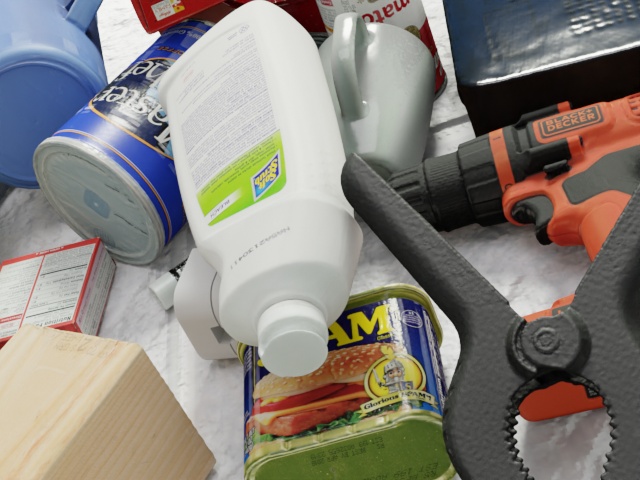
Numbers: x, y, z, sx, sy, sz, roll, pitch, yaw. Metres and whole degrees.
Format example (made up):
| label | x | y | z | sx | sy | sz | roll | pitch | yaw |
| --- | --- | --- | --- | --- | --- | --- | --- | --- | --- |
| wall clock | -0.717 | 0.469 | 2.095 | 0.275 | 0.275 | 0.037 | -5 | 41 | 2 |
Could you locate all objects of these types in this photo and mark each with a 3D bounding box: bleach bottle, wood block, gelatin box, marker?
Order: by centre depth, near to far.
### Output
| label | x | y | z | sx | sy | sz | roll | pitch | yaw |
| --- | --- | --- | --- | --- | --- | --- | --- | --- | --- |
| wood block | -0.150 | 0.146 | 0.484 | 0.090 | 0.091 | 0.205 | 5 | 46 | 36 |
| bleach bottle | -0.033 | -0.026 | 0.555 | 0.103 | 0.068 | 0.251 | -39 | 35 | 22 |
| marker | -0.054 | 0.001 | 0.671 | 0.121 | 0.020 | 0.020 | -37 | 38 | -16 |
| gelatin box | -0.175 | 0.042 | 0.680 | 0.073 | 0.030 | 0.089 | -14 | 37 | 12 |

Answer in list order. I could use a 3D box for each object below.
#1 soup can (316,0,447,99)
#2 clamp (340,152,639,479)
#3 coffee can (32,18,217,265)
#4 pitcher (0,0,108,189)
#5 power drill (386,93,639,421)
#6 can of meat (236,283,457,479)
| label | x | y | z | sx | sy | sz | roll | pitch | yaw |
| --- | --- | --- | --- | --- | --- | --- | --- | --- | --- |
| soup can | 0.040 | -0.144 | 0.727 | 0.068 | 0.102 | 0.068 | -16 | 37 | 12 |
| clamp | 0.084 | 0.041 | 0.440 | 0.165 | 0.036 | 0.210 | -3 | 72 | 19 |
| coffee can | -0.107 | -0.068 | 0.716 | 0.103 | 0.103 | 0.140 | 10 | 48 | 38 |
| pitcher | -0.222 | -0.145 | 0.828 | 0.145 | 0.149 | 0.243 | -10 | 31 | -14 |
| power drill | 0.117 | 0.000 | 0.541 | 0.185 | 0.057 | 0.187 | -18 | 37 | 15 |
| can of meat | 0.012 | 0.077 | 0.506 | 0.102 | 0.057 | 0.084 | -17 | 39 | 10 |
